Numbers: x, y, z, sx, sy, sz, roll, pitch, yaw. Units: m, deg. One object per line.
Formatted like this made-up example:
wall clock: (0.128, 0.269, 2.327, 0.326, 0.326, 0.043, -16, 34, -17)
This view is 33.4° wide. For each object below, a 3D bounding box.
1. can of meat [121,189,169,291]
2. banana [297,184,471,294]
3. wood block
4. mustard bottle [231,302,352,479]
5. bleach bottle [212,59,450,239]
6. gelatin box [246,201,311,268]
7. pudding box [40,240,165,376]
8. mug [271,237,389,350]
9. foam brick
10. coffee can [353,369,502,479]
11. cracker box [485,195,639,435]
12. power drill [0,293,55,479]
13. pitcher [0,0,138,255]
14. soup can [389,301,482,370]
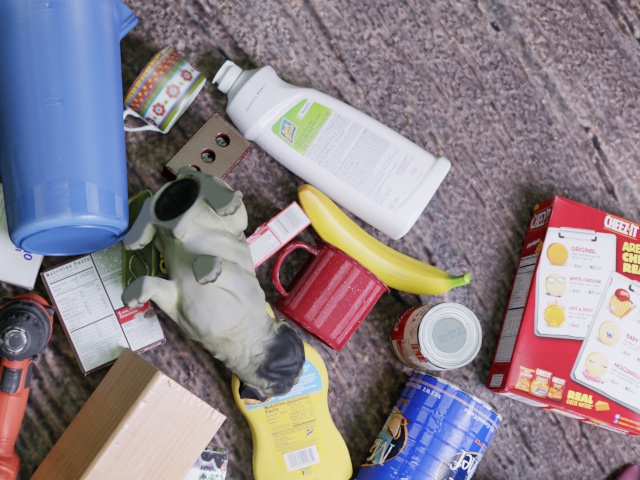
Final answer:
can of meat: (-0.144, 0.009, 1.042, 0.083, 0.058, 0.102, 11, 67, -39)
banana: (0.057, 0.008, 1.100, 0.198, 0.070, 0.037, 27, 41, -1)
wood block: (-0.195, 0.216, 0.995, 0.090, 0.090, 0.206, 41, 78, -30)
mustard bottle: (-0.037, 0.156, 1.066, 0.096, 0.058, 0.191, -14, 87, -8)
bleach bottle: (0.004, -0.109, 1.103, 0.251, 0.068, 0.102, 35, 78, -4)
gelatin box: (-0.057, 0.001, 1.072, 0.089, 0.073, 0.030, -39, 93, -12)
pudding box: (-0.213, 0.066, 1.051, 0.090, 0.039, 0.113, -23, 87, -14)
mug: (0.000, 0.050, 1.067, 0.117, 0.093, 0.081, 39, 82, -24)
foam brick: (-0.116, -0.081, 1.080, 0.053, 0.051, 0.078, 41, 78, -4)
coffee can: (0.104, 0.214, 1.065, 0.102, 0.103, 0.140, 32, 78, -7)
cracker box: (0.283, 0.081, 1.133, 0.164, 0.072, 0.213, 18, 80, -9)
power drill: (-0.283, 0.143, 0.964, 0.057, 0.184, 0.187, 14, 91, -10)
pitcher: (-0.255, -0.113, 0.995, 0.144, 0.149, 0.243, 12, 64, -53)
soup can: (0.116, 0.098, 1.081, 0.068, 0.102, 0.068, 1, 84, -11)
